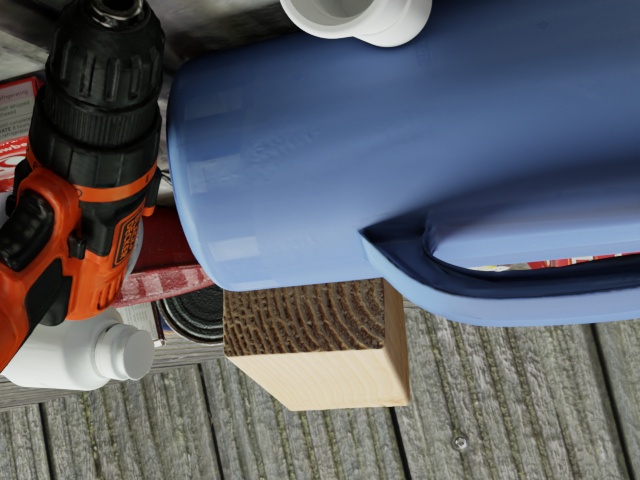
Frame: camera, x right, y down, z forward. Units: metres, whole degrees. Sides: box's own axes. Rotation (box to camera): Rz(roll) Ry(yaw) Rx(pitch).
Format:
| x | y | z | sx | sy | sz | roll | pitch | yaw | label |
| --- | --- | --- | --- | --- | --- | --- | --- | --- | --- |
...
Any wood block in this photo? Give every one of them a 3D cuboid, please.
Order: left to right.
| x | y | z | sx | sy | sz | roll | pitch | yaw | label |
| --- | --- | --- | --- | --- | --- | --- | --- | --- | --- |
| 0.004 | 0.048 | 0.679 | 0.091 | 0.090 | 0.206 | -5 | 163 | 7 | wood block |

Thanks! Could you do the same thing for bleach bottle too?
| x | y | z | sx | sy | sz | roll | pitch | yaw | label |
| --- | --- | --- | --- | --- | --- | --- | --- | --- | --- |
| -0.206 | 0.052 | 0.651 | 0.251 | 0.068 | 0.102 | 6 | -179 | 28 | bleach bottle |

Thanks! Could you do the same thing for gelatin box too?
| x | y | z | sx | sy | sz | roll | pitch | yaw | label |
| --- | --- | --- | --- | --- | --- | --- | --- | --- | --- |
| -0.156 | -0.043 | 0.495 | 0.089 | 0.030 | 0.073 | -14 | 171 | 6 | gelatin box |

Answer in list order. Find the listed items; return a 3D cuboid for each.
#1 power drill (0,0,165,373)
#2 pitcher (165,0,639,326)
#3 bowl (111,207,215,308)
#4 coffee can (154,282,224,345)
| x | y | z | sx | sy | sz | roll | pitch | yaw | label |
| --- | --- | --- | --- | --- | --- | --- | --- | --- | --- |
| -0.125 | 0.013 | 0.399 | 0.187 | 0.057 | 0.185 | -52 | 169 | -39 | power drill |
| 0.062 | -0.039 | 0.459 | 0.243 | 0.145 | 0.149 | -9 | -176 | 9 | pitcher |
| -0.146 | 0.013 | 0.802 | 0.162 | 0.055 | 0.162 | -13 | 172 | -2 | bowl |
| -0.070 | 0.040 | 0.937 | 0.103 | 0.103 | 0.140 | -15 | 171 | 15 | coffee can |
